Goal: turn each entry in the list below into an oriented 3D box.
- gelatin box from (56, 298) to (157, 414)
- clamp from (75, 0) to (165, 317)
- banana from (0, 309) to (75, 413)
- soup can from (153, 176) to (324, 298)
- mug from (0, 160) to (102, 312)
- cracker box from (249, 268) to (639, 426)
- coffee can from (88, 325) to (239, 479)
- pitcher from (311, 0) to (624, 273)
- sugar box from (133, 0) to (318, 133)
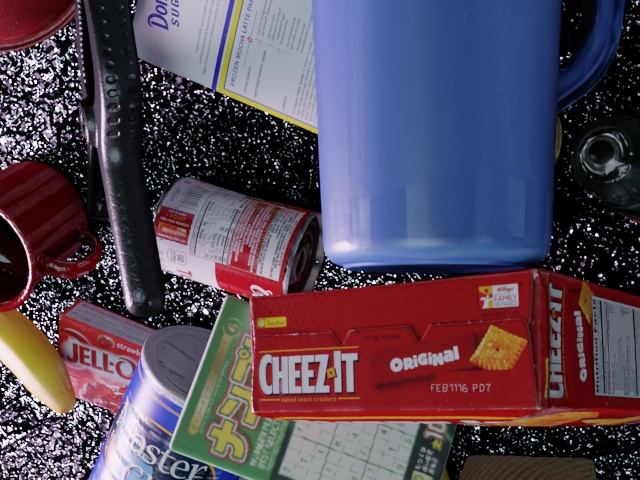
[{"bbox_3d":[-0.161,0.095,0.826,0.089,0.030,0.073,20,121,13],"label":"gelatin box"},{"bbox_3d":[-0.134,-0.074,0.680,0.036,0.165,0.210,-9,110,-19],"label":"clamp"},{"bbox_3d":[-0.265,0.076,0.843,0.198,0.037,0.070,15,110,29],"label":"banana"},{"bbox_3d":[-0.055,0.001,0.711,0.102,0.068,0.068,16,120,16],"label":"soup can"},{"bbox_3d":[-0.212,-0.004,0.768,0.117,0.081,0.093,17,120,15],"label":"mug"},{"bbox_3d":[0.089,0.067,0.588,0.164,0.213,0.072,-8,78,34],"label":"cracker box"},{"bbox_3d":[-0.102,0.147,0.771,0.103,0.102,0.140,29,113,8],"label":"coffee can"},{"bbox_3d":[0.066,-0.107,0.520,0.149,0.144,0.243,-2,85,24],"label":"pitcher"},{"bbox_3d":[-0.026,-0.127,0.650,0.176,0.048,0.093,26,123,13],"label":"sugar box"}]
